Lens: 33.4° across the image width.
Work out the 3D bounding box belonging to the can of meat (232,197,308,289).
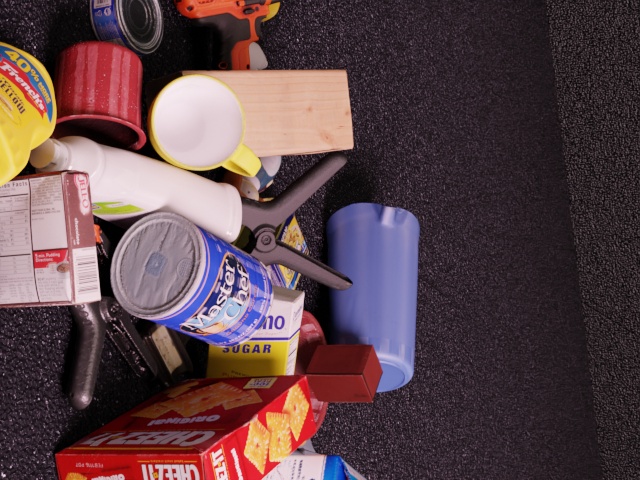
[{"bbox_3d":[-0.059,0.011,1.320,0.102,0.058,0.084,-68,146,-43],"label":"can of meat"}]

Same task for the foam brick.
[{"bbox_3d":[0.030,0.165,1.323,0.051,0.078,0.053,-68,146,-44],"label":"foam brick"}]

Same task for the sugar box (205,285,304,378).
[{"bbox_3d":[-0.075,0.134,1.163,0.048,0.093,0.176,-44,143,-66],"label":"sugar box"}]

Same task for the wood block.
[{"bbox_3d":[-0.076,-0.136,1.164,0.205,0.091,0.090,-7,93,-34],"label":"wood block"}]

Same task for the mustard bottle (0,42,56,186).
[{"bbox_3d":[-0.262,-0.114,0.875,0.096,0.058,0.191,53,15,-18],"label":"mustard bottle"}]

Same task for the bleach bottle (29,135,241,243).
[{"bbox_3d":[-0.179,-0.049,1.023,0.250,0.103,0.068,27,58,-61],"label":"bleach bottle"}]

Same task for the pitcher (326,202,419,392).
[{"bbox_3d":[0.069,0.084,1.458,0.149,0.145,0.243,46,37,-45],"label":"pitcher"}]

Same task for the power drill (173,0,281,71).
[{"bbox_3d":[-0.074,-0.230,1.250,0.184,0.057,0.187,-16,104,-27],"label":"power drill"}]

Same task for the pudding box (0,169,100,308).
[{"bbox_3d":[-0.238,0.000,0.909,0.039,0.090,0.113,-5,91,-63],"label":"pudding box"}]

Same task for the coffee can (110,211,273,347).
[{"bbox_3d":[-0.123,0.041,1.045,0.140,0.103,0.103,33,56,-59],"label":"coffee can"}]

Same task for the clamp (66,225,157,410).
[{"bbox_3d":[-0.204,0.071,1.026,0.120,0.039,0.171,4,82,-67],"label":"clamp"}]

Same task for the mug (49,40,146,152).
[{"bbox_3d":[-0.203,-0.129,1.005,0.117,0.093,0.081,31,53,-58],"label":"mug"}]

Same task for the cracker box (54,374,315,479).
[{"bbox_3d":[-0.123,0.194,1.029,0.213,0.164,0.072,-25,106,-63],"label":"cracker box"}]

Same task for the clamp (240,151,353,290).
[{"bbox_3d":[-0.058,0.001,1.183,0.036,0.209,0.164,-130,-153,-65],"label":"clamp"}]

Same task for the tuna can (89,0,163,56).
[{"bbox_3d":[-0.198,-0.231,1.095,0.086,0.034,0.086,19,69,-62],"label":"tuna can"}]
